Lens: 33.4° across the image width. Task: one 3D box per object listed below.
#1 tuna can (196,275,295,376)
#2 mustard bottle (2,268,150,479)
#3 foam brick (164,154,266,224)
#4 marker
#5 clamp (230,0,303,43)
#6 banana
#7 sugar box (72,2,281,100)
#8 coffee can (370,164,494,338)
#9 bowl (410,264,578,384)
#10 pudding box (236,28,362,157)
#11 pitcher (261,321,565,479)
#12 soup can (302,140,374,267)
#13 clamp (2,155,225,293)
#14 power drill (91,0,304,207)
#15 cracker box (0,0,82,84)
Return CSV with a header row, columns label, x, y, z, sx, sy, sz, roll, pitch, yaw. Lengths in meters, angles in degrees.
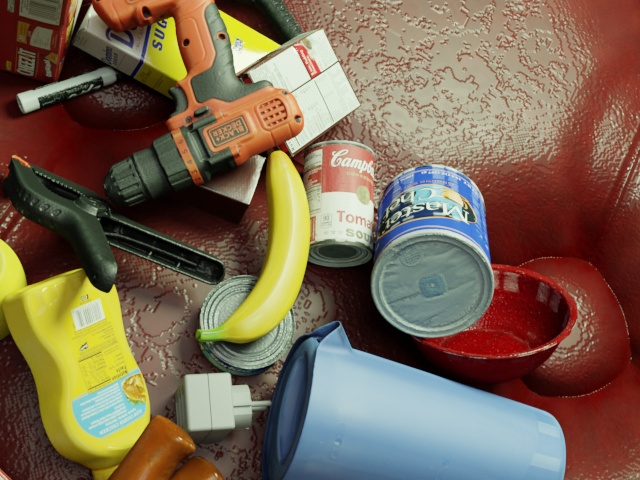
label,x,y,z,sx,sy,sz,roll,pitch,yaw
tuna can,-0.067,0.077,0.951,0.086,0.034,0.086,5,69,-14
mustard bottle,-0.187,0.121,0.870,0.096,0.058,0.191,-24,98,-56
foam brick,-0.098,-0.058,0.983,0.078,0.053,0.051,21,66,-8
marker,-0.224,-0.147,1.000,0.121,0.020,0.020,-23,77,-22
clamp,-0.059,-0.256,1.077,0.171,0.039,0.120,18,62,-3
banana,-0.043,0.014,0.936,0.069,0.037,0.197,32,60,-23
sugar box,-0.134,-0.185,1.009,0.176,0.048,0.093,28,65,-18
coffee can,0.099,0.007,0.950,0.102,0.103,0.140,23,27,-6
bowl,0.150,0.083,0.970,0.162,0.055,0.162,-3,28,1
pudding box,-0.023,-0.139,1.012,0.113,0.039,0.090,-38,108,-35
pitcher,0.075,0.181,0.909,0.242,0.149,0.145,16,51,-12
soup can,0.016,-0.033,0.997,0.068,0.069,0.102,7,69,-13
clamp,-0.198,-0.013,0.898,0.210,0.164,0.036,30,103,18
power drill,-0.129,-0.139,0.930,0.184,0.057,0.187,-24,85,-5
cracker box,-0.240,-0.275,0.965,0.072,0.164,0.213,15,67,-12
